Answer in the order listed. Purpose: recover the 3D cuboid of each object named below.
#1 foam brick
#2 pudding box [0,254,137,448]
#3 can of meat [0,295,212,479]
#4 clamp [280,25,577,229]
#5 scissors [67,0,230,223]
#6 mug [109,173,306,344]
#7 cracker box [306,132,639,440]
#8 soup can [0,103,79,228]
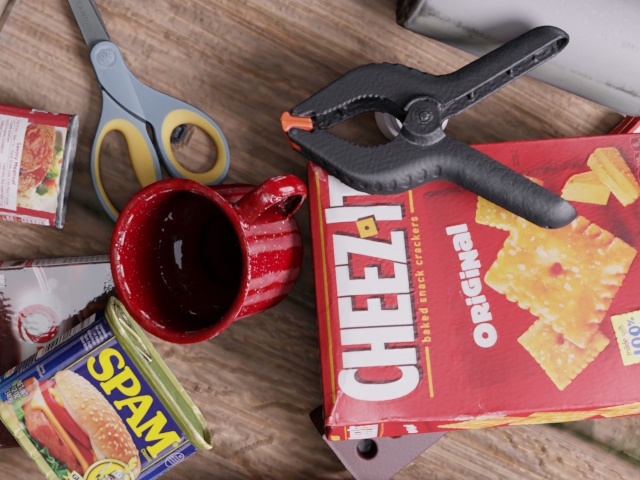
[{"bbox_3d":[0.041,0.113,0.683,0.078,0.051,0.053,-39,101,-5],"label":"foam brick"},{"bbox_3d":[-0.156,0.066,0.651,0.090,0.039,0.113,-4,96,-10],"label":"pudding box"},{"bbox_3d":[-0.125,0.098,0.612,0.084,0.057,0.102,-34,103,-2],"label":"can of meat"},{"bbox_3d":[0.065,-0.055,0.605,0.171,0.039,0.120,-10,66,7],"label":"clamp"},{"bbox_3d":[-0.111,-0.107,0.656,0.096,0.016,0.202,-8,96,-11],"label":"scissors"},{"bbox_3d":[-0.054,0.001,0.622,0.117,0.081,0.093,-43,76,23],"label":"mug"},{"bbox_3d":[0.102,0.026,0.632,0.213,0.072,0.164,-4,72,0],"label":"cracker box"},{"bbox_3d":[-0.196,-0.048,0.619,0.102,0.068,0.068,8,93,-10],"label":"soup can"}]
